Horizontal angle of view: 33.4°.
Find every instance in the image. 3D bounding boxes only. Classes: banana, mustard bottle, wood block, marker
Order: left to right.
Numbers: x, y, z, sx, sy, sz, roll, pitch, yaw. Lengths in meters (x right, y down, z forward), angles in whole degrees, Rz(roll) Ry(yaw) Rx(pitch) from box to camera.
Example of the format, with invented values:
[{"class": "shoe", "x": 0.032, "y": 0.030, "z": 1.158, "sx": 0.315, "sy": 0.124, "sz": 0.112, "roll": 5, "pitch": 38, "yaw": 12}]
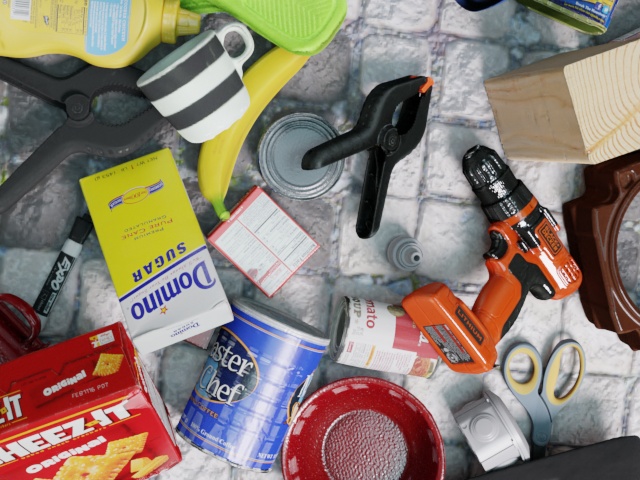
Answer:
[{"class": "marker", "x": -0.250, "y": 0.029, "z": 1.028, "sx": 0.020, "sy": 0.020, "sz": 0.121, "roll": 26, "pitch": 91, "yaw": -11}, {"class": "mustard bottle", "x": -0.205, "y": -0.207, "z": 0.969, "sx": 0.191, "sy": 0.058, "sz": 0.096, "roll": 6, "pitch": 94, "yaw": -3}, {"class": "banana", "x": -0.071, "y": -0.115, "z": 1.025, "sx": 0.070, "sy": 0.037, "sz": 0.198, "roll": 23, "pitch": 85, "yaw": 25}, {"class": "wood block", "x": 0.238, "y": -0.128, "z": 0.999, "sx": 0.090, "sy": 0.206, "sz": 0.090, "roll": -19, "pitch": 98, "yaw": -8}]

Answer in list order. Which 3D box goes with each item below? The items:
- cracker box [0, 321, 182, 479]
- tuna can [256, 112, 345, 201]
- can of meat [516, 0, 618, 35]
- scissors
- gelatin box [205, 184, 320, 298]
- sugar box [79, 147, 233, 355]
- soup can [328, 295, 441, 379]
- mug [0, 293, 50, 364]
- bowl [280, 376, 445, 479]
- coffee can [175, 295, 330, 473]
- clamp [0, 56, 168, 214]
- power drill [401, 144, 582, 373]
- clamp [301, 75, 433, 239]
[{"class": "cracker box", "x": -0.223, "y": 0.170, "z": 0.951, "sx": 0.164, "sy": 0.214, "sz": 0.072, "roll": -20, "pitch": 62, "yaw": -7}, {"class": "tuna can", "x": -0.020, "y": -0.082, "z": 1.048, "sx": 0.086, "sy": 0.034, "sz": 0.086, "roll": -1, "pitch": 96, "yaw": -9}, {"class": "can of meat", "x": 0.254, "y": -0.262, "z": 1.065, "sx": 0.102, "sy": 0.057, "sz": 0.084, "roll": 21, "pitch": 94, "yaw": -10}, {"class": "scissors", "x": 0.216, "y": 0.192, "z": 1.123, "sx": 0.096, "sy": 0.016, "sz": 0.202, "roll": 20, "pitch": 97, "yaw": -4}, {"class": "gelatin box", "x": -0.057, "y": 0.001, "z": 1.052, "sx": 0.089, "sy": 0.030, "sz": 0.073, "roll": 44, "pitch": 86, "yaw": -11}, {"class": "sugar box", "x": -0.153, "y": 0.008, "z": 0.986, "sx": 0.093, "sy": 0.048, "sz": 0.176, "roll": -22, "pitch": 63, "yaw": -6}, {"class": "soup can", "x": 0.065, "y": 0.096, "z": 1.062, "sx": 0.102, "sy": 0.068, "sz": 0.068, "roll": 11, "pitch": 93, "yaw": -10}, {"class": "mug", "x": -0.305, "y": 0.092, "z": 0.984, "sx": 0.117, "sy": 0.093, "sz": 0.081, "roll": -39, "pitch": 97, "yaw": 29}, {"class": "bowl", "x": 0.043, "y": 0.215, "z": 1.064, "sx": 0.162, "sy": 0.055, "sz": 0.162, "roll": 0, "pitch": 85, "yaw": 6}, {"class": "coffee can", "x": -0.065, "y": 0.137, "z": 1.027, "sx": 0.102, "sy": 0.103, "sz": 0.140, "roll": 24, "pitch": 91, "yaw": -11}, {"class": "clamp", "x": -0.231, "y": -0.109, "z": 1.000, "sx": 0.209, "sy": 0.036, "sz": 0.164, "roll": -4, "pitch": 82, "yaw": -12}, {"class": "power drill", "x": 0.162, "y": 0.023, "z": 1.041, "sx": 0.187, "sy": 0.057, "sz": 0.184, "roll": -45, "pitch": 105, "yaw": -29}, {"class": "clamp", "x": 0.050, "y": -0.099, "z": 1.032, "sx": 0.120, "sy": 0.039, "sz": 0.171, "roll": 41, "pitch": 70, "yaw": -46}]
